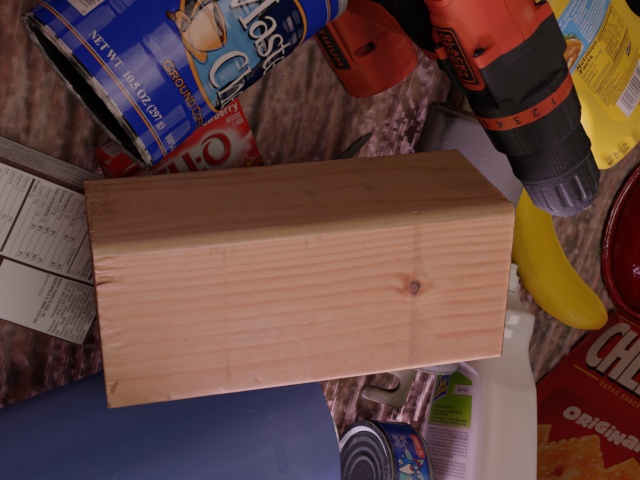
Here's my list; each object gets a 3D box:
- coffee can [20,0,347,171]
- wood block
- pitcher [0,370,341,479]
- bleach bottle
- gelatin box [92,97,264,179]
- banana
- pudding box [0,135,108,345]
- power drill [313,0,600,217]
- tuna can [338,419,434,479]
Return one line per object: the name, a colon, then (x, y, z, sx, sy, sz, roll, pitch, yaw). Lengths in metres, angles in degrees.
coffee can: (-0.071, -0.120, 0.567, 0.140, 0.103, 0.102, -41, 122, -10)
wood block: (-0.014, 0.016, 0.558, 0.206, 0.090, 0.091, -5, 116, -13)
pitcher: (-0.116, 0.144, 0.573, 0.242, 0.149, 0.145, -16, 130, -30)
bleach bottle: (0.111, 0.138, 0.733, 0.068, 0.103, 0.251, 14, 79, -26)
gelatin box: (-0.079, -0.039, 0.634, 0.089, 0.030, 0.073, -30, 119, -17)
banana: (0.167, 0.000, 0.778, 0.069, 0.037, 0.198, -30, 119, -16)
pudding box: (-0.162, -0.002, 0.581, 0.113, 0.039, 0.090, 22, 106, -26)
power drill: (0.067, -0.105, 0.598, 0.057, 0.188, 0.184, -38, 120, -14)
tuna can: (0.039, 0.167, 0.739, 0.033, 0.086, 0.086, 12, 101, -30)
